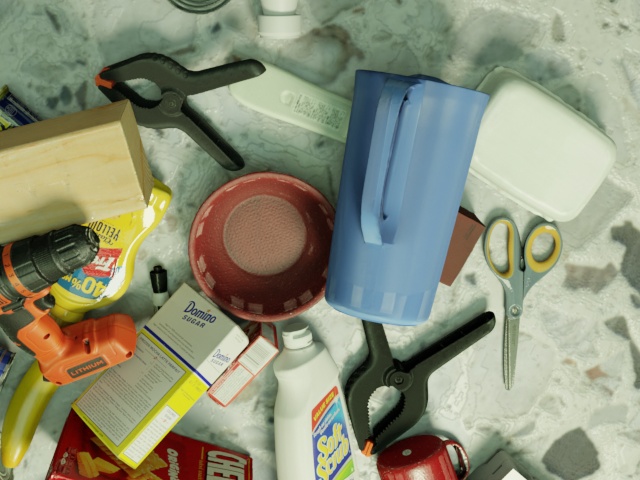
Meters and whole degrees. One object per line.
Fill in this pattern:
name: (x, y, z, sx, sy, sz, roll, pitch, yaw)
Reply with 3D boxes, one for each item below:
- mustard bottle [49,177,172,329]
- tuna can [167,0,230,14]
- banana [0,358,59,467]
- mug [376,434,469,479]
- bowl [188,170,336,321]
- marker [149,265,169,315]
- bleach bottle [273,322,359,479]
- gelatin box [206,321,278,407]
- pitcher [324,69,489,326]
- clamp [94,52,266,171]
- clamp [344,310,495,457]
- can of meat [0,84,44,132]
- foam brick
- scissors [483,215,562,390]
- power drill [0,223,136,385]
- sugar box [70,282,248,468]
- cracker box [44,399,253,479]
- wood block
mustard bottle: (-0.236, 0.012, 1.109, 0.096, 0.058, 0.192, 26, 102, -10)
tuna can: (-0.121, -0.268, 1.056, 0.086, 0.034, 0.086, -1, 105, -4)
banana: (-0.286, 0.154, 1.142, 0.198, 0.037, 0.070, -46, 60, 6)
mug: (0.121, 0.266, 1.197, 0.117, 0.093, 0.081, -25, 102, -29)
bowl: (-0.057, 0.001, 1.122, 0.162, 0.055, 0.162, -1, 105, -4)
marker: (-0.170, 0.086, 1.154, 0.020, 0.020, 0.121, -5, 105, -3)
bleach bottle: (-0.012, 0.215, 1.164, 0.102, 0.068, 0.251, -24, 110, -44)
gelatin box: (-0.085, 0.128, 1.144, 0.030, 0.073, 0.089, 41, 99, -13)
pitcher: (0.074, -0.043, 1.046, 0.149, 0.145, 0.243, 8, 96, -28)
clamp: (-0.142, -0.134, 1.082, 0.171, 0.039, 0.120, 9, 112, 7)
clamp: (0.095, 0.145, 1.182, 0.164, 0.036, 0.210, 12, 106, -7)
can of meat: (-0.319, -0.091, 1.076, 0.084, 0.057, 0.102, 41, 99, -16)
foam brick: (0.131, 0.000, 1.139, 0.053, 0.051, 0.078, 28, 101, -12)
scissors: (0.232, 0.064, 1.183, 0.096, 0.016, 0.202, -15, 106, -1)
power drill: (-0.257, 0.063, 1.031, 0.184, 0.057, 0.187, -20, 141, 15)
sugar box: (-0.165, 0.137, 1.100, 0.176, 0.093, 0.048, -46, 144, -12)
cracker box: (-0.179, 0.260, 1.125, 0.213, 0.164, 0.072, 19, 105, -9)
wood block: (-0.272, -0.058, 1.010, 0.206, 0.091, 0.090, -14, 110, 1)
